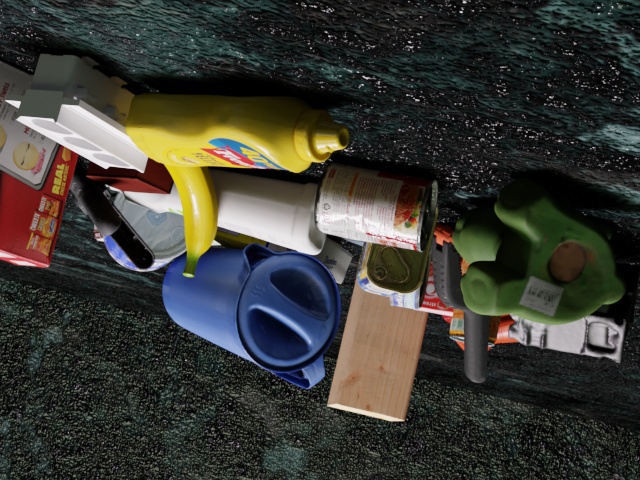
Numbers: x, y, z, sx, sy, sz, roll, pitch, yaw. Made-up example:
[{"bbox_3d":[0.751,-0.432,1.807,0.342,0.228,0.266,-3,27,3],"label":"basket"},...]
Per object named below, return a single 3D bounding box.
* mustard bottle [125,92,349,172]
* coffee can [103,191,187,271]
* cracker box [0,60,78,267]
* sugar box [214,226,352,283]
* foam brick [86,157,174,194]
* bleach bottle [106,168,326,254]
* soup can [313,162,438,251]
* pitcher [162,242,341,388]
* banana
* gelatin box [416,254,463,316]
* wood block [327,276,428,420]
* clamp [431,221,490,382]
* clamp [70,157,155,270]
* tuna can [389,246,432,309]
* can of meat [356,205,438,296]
[{"bbox_3d":[-0.060,-0.088,0.870,0.192,0.058,0.096,6,168,35],"label":"mustard bottle"},{"bbox_3d":[-0.204,-0.020,1.278,0.102,0.103,0.140,16,169,-13],"label":"coffee can"},{"bbox_3d":[-0.321,-0.083,0.933,0.072,0.164,0.213,0,163,45],"label":"cracker box"},{"bbox_3d":[-0.059,0.002,1.302,0.176,0.048,0.093,19,171,32],"label":"sugar box"},{"bbox_3d":[-0.189,-0.080,1.089,0.078,0.051,0.052,5,168,38],"label":"foam brick"},{"bbox_3d":[-0.118,-0.047,1.146,0.251,0.068,0.102,13,170,13],"label":"bleach bottle"},{"bbox_3d":[0.052,-0.032,0.992,0.102,0.068,0.068,11,169,15],"label":"soup can"},{"bbox_3d":[-0.088,0.079,1.257,0.144,0.149,0.243,14,177,-31],"label":"pitcher"},{"bbox_3d":[-0.131,-0.054,1.047,0.037,0.069,0.198,1,134,13],"label":"banana"},{"bbox_3d":[0.156,0.053,1.281,0.089,0.073,0.030,9,169,23],"label":"gelatin box"},{"bbox_3d":[0.079,0.119,1.360,0.090,0.206,0.091,14,169,-5],"label":"wood block"},{"bbox_3d":[0.181,0.039,1.130,0.036,0.164,0.210,32,163,47],"label":"clamp"},{"bbox_3d":[-0.242,-0.047,1.127,0.171,0.039,0.120,48,169,15],"label":"clamp"},{"bbox_3d":[0.105,0.036,1.226,0.034,0.086,0.086,10,169,12],"label":"tuna can"},{"bbox_3d":[0.074,0.005,1.067,0.057,0.102,0.084,14,171,-6],"label":"can of meat"}]
